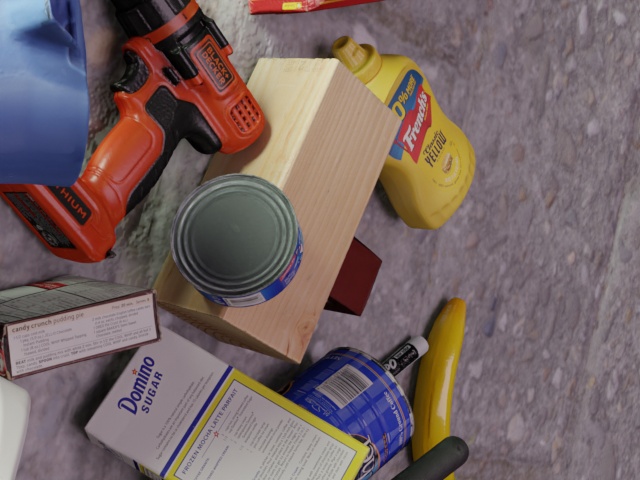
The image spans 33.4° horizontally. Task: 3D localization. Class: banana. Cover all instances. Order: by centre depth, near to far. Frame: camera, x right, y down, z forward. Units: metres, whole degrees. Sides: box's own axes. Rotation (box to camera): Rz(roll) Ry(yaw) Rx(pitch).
[{"bbox_3d":[0.113,0.155,1.023,0.069,0.037,0.198,-17,111,-62],"label":"banana"}]

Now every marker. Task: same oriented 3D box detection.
[{"bbox_3d":[0.055,0.123,0.965,0.120,0.020,0.020,-34,120,-38],"label":"marker"}]

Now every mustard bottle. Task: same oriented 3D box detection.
[{"bbox_3d":[0.064,-0.101,0.909,0.191,0.058,0.096,49,61,-38],"label":"mustard bottle"}]

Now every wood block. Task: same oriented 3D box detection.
[{"bbox_3d":[-0.032,-0.025,0.800,0.090,0.090,0.206,36,71,-43],"label":"wood block"}]

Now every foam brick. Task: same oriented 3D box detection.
[{"bbox_3d":[-0.001,0.023,0.848,0.053,0.078,0.051,37,68,-43],"label":"foam brick"}]

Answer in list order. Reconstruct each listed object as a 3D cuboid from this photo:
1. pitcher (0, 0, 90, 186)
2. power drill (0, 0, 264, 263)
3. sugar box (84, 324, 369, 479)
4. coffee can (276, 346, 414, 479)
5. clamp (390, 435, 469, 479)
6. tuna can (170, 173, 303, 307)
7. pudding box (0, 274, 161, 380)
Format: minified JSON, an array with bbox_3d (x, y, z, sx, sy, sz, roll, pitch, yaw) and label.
[{"bbox_3d":[-0.241,-0.085,0.517,0.242,0.145,0.149,-4,129,-23],"label":"pitcher"},{"bbox_3d":[-0.136,-0.092,0.700,0.187,0.057,0.184,-50,120,-27],"label":"power drill"},{"bbox_3d":[-0.065,0.142,0.745,0.093,0.176,0.048,-57,170,-22],"label":"sugar box"},{"bbox_3d":[-0.008,0.162,0.845,0.140,0.103,0.103,-33,119,-38],"label":"coffee can"},{"bbox_3d":[0.045,0.209,0.828,0.120,0.039,0.171,-51,165,32],"label":"clamp"},{"bbox_3d":[-0.055,0.001,0.712,0.033,0.086,0.086,67,44,-70],"label":"tuna can"},{"bbox_3d":[-0.171,0.052,0.667,0.113,0.090,0.039,-15,106,-45],"label":"pudding box"}]
